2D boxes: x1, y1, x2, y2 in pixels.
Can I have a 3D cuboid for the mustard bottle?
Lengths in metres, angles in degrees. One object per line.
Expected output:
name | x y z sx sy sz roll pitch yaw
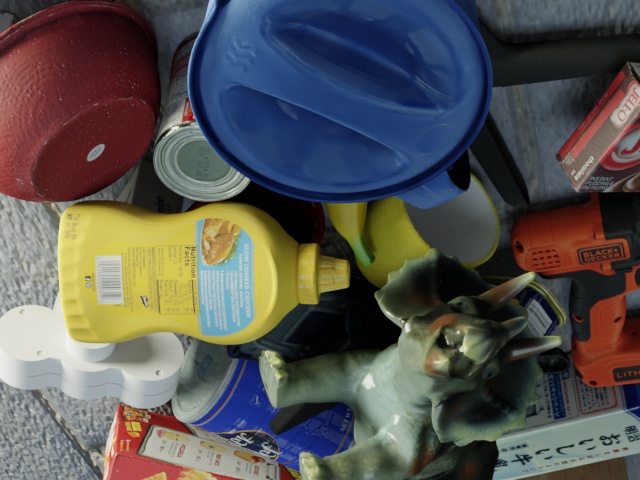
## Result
mustard bottle | -0.076 0.022 0.719 0.191 0.058 0.096 0 100 6

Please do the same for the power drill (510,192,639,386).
power drill | 0.257 0.034 0.848 0.185 0.057 0.187 -8 132 18

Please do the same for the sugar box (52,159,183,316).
sugar box | -0.164 0.028 0.843 0.048 0.093 0.176 25 133 -22

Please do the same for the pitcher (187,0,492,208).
pitcher | 0.018 -0.139 0.550 0.145 0.242 0.149 8 136 -4

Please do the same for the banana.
banana | 0.042 -0.067 0.717 0.069 0.037 0.198 30 136 5

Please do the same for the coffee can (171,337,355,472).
coffee can | -0.045 0.137 0.941 0.140 0.102 0.103 29 130 -24

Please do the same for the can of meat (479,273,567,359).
can of meat | 0.129 0.076 0.844 0.102 0.083 0.057 2 137 53

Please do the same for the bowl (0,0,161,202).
bowl | -0.161 -0.076 0.696 0.162 0.055 0.162 -34 158 -16

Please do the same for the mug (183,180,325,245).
mug | -0.055 0.001 0.796 0.093 0.117 0.082 14 143 -34

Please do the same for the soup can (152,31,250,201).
soup can | -0.073 -0.084 0.714 0.068 0.102 0.068 2 136 2

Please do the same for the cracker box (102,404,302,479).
cracker box | -0.094 0.226 0.993 0.213 0.164 0.072 15 93 -11
